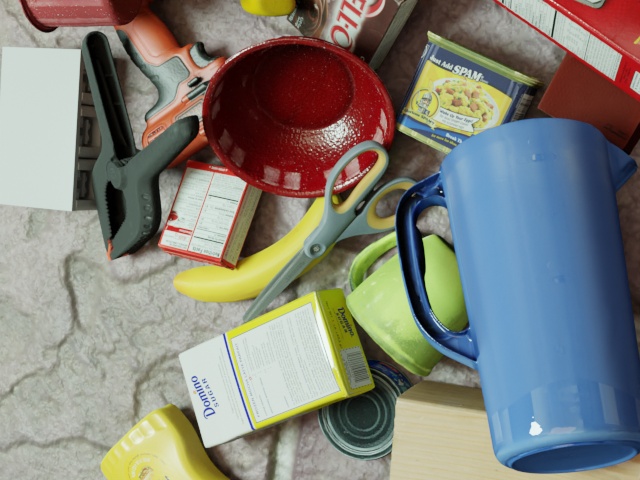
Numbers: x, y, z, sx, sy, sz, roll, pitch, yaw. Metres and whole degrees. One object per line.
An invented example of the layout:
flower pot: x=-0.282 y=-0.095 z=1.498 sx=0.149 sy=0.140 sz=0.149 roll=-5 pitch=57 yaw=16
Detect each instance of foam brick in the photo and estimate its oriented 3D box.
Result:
foam brick: x=0.221 y=-0.108 z=0.846 sx=0.078 sy=0.051 sz=0.053 roll=33 pitch=105 yaw=17

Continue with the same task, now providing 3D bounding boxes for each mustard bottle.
mustard bottle: x=-0.116 y=0.253 z=0.993 sx=0.096 sy=0.058 sz=0.192 roll=-44 pitch=77 yaw=19

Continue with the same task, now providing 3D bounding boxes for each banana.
banana: x=-0.047 y=0.013 z=0.969 sx=0.198 sy=0.037 sz=0.070 roll=-34 pitch=55 yaw=17

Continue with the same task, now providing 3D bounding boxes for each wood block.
wood block: x=0.168 y=0.177 z=0.860 sx=0.206 sy=0.090 sz=0.091 roll=6 pitch=95 yaw=21

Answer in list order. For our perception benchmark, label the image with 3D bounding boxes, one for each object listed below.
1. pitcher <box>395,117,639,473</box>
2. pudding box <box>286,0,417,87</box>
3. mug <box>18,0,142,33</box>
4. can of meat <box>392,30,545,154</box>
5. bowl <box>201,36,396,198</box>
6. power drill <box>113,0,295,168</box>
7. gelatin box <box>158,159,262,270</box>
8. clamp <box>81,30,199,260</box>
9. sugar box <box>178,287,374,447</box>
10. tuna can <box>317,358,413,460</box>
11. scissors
pitcher: x=0.156 y=0.043 z=0.790 sx=0.149 sy=0.144 sz=0.243 roll=-33 pitch=53 yaw=46
pudding box: x=0.027 y=-0.198 z=0.892 sx=0.090 sy=0.039 sz=0.114 roll=47 pitch=149 yaw=11
mug: x=-0.203 y=-0.238 z=0.932 sx=0.081 sy=0.093 sz=0.117 roll=3 pitch=59 yaw=16
can of meat: x=0.120 y=-0.114 z=0.883 sx=0.102 sy=0.057 sz=0.084 roll=29 pitch=105 yaw=19
bowl: x=-0.016 y=-0.114 z=0.901 sx=0.162 sy=0.055 sz=0.162 roll=3 pitch=132 yaw=3
power drill: x=-0.118 y=-0.184 z=0.972 sx=0.185 sy=0.057 sz=0.188 roll=-32 pitch=81 yaw=20
gelatin box: x=-0.099 y=-0.023 z=0.971 sx=0.073 sy=0.030 sz=0.089 roll=12 pitch=79 yaw=30
clamp: x=-0.179 y=-0.075 z=0.972 sx=0.165 sy=0.036 sz=0.210 roll=48 pitch=138 yaw=28
sugar box: x=-0.043 y=0.114 z=0.941 sx=0.177 sy=0.048 sz=0.093 roll=-26 pitch=76 yaw=38
tuna can: x=0.041 y=0.149 z=0.938 sx=0.086 sy=0.033 sz=0.086 roll=1 pitch=93 yaw=21
scissors: x=0.016 y=0.004 z=0.925 sx=0.096 sy=0.016 sz=0.202 roll=17 pitch=118 yaw=-24
